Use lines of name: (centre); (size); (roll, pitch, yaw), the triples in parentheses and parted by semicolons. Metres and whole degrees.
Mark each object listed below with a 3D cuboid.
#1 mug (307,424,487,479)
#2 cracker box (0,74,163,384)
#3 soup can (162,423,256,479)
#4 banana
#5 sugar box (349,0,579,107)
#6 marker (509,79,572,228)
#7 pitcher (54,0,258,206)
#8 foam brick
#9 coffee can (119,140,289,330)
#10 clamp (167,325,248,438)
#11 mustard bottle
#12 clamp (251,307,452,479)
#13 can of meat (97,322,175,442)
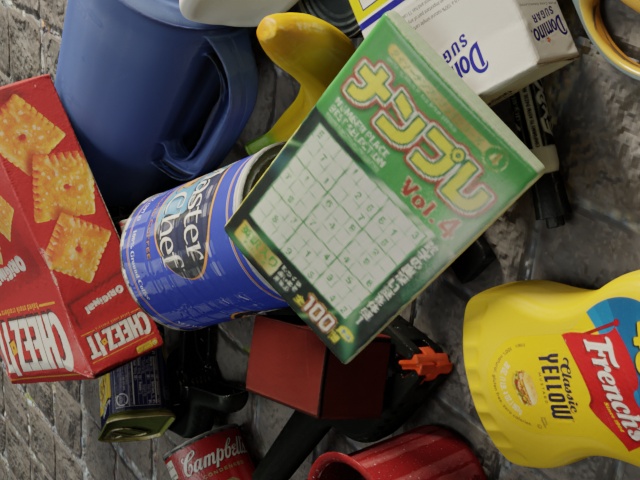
mug: (0.057, 0.160, 0.648); (0.117, 0.081, 0.093); (-26, 80, 56)
cracker box: (-0.222, 0.000, 0.812); (0.164, 0.072, 0.214); (-13, 100, 54)
soup can: (-0.079, 0.211, 0.874); (0.069, 0.068, 0.102); (-46, 64, 52)
banana: (-0.006, -0.089, 0.634); (0.037, 0.069, 0.198); (61, 168, 11)
sugar box: (0.053, -0.150, 0.535); (0.094, 0.048, 0.176); (-25, 86, 46)
marker: (0.108, -0.066, 0.548); (0.020, 0.020, 0.121); (-11, 93, 56)
pitcher: (-0.124, -0.120, 0.771); (0.243, 0.145, 0.149); (124, 164, -52)
foam brick: (-0.002, 0.078, 0.665); (0.078, 0.052, 0.051); (10, 93, 52)
coffee can: (-0.055, 0.001, 0.715); (0.141, 0.102, 0.103); (-17, 88, 47)
clamp: (-0.101, 0.123, 0.894); (0.172, 0.039, 0.120); (108, 150, -46)
mustard bottle: (0.151, 0.062, 0.498); (0.192, 0.058, 0.096); (-11, 92, 56)
clamp: (0.007, 0.099, 0.726); (0.210, 0.036, 0.164); (-3, 88, 53)
can of meat: (-0.162, 0.122, 0.919); (0.102, 0.057, 0.084); (128, 137, -63)
